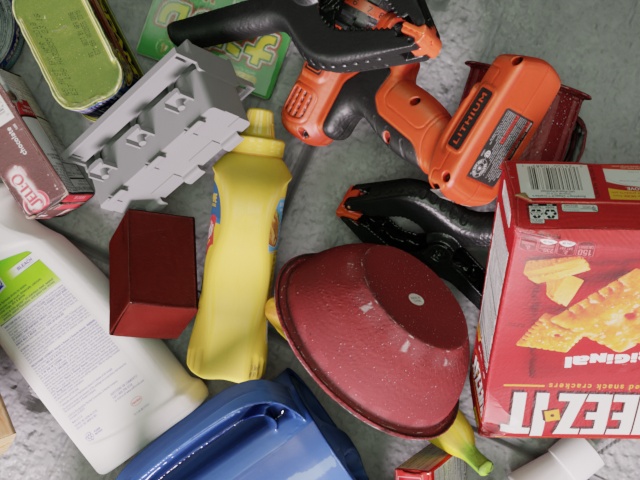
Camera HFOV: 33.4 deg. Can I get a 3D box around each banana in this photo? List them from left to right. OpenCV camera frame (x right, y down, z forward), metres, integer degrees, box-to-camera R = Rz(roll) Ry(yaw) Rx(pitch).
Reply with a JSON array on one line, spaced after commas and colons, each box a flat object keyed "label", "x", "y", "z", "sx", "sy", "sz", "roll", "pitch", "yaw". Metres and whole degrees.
[{"label": "banana", "x": 0.042, "y": 0.096, "z": 0.765, "sx": 0.197, "sy": 0.070, "sz": 0.037, "roll": 36, "pitch": 83, "yaw": -7}]

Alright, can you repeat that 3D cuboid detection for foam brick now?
[{"label": "foam brick", "x": -0.119, "y": 0.025, "z": 0.761, "sx": 0.051, "sy": 0.053, "sz": 0.078, "roll": 8, "pitch": 58, "yaw": -24}]

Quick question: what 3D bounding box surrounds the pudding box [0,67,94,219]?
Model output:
[{"label": "pudding box", "x": -0.215, "y": -0.070, "z": 0.770, "sx": 0.039, "sy": 0.090, "sz": 0.113, "roll": -31, "pitch": 91, "yaw": 0}]

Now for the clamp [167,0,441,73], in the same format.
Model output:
[{"label": "clamp", "x": 0.001, "y": -0.182, "z": 0.730, "sx": 0.210, "sy": 0.036, "sz": 0.164, "roll": 26, "pitch": 91, "yaw": 33}]

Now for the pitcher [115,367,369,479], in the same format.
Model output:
[{"label": "pitcher", "x": -0.084, "y": 0.202, "z": 0.746, "sx": 0.243, "sy": 0.145, "sz": 0.149, "roll": -34, "pitch": 89, "yaw": -1}]

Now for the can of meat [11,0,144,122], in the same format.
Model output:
[{"label": "can of meat", "x": -0.173, "y": -0.139, "z": 0.769, "sx": 0.057, "sy": 0.084, "sz": 0.102, "roll": -26, "pitch": 92, "yaw": 2}]

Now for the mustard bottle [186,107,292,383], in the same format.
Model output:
[{"label": "mustard bottle", "x": -0.056, "y": 0.001, "z": 0.767, "sx": 0.058, "sy": 0.096, "sz": 0.191, "roll": 8, "pitch": 93, "yaw": -2}]

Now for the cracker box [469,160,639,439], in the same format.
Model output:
[{"label": "cracker box", "x": 0.194, "y": 0.048, "z": 0.720, "sx": 0.164, "sy": 0.072, "sz": 0.214, "roll": 1, "pitch": 133, "yaw": 1}]

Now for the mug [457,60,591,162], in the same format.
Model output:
[{"label": "mug", "x": 0.146, "y": -0.075, "z": 0.772, "sx": 0.117, "sy": 0.093, "sz": 0.081, "roll": 11, "pitch": 100, "yaw": -36}]

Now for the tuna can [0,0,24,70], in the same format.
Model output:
[{"label": "tuna can", "x": -0.265, "y": -0.159, "z": 0.794, "sx": 0.086, "sy": 0.034, "sz": 0.086, "roll": 0, "pitch": 93, "yaw": 1}]

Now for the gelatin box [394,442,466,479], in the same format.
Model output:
[{"label": "gelatin box", "x": 0.081, "y": 0.192, "z": 0.778, "sx": 0.030, "sy": 0.089, "sz": 0.073, "roll": -1, "pitch": 93, "yaw": 23}]

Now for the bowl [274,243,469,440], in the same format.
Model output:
[{"label": "bowl", "x": 0.049, "y": 0.055, "z": 0.733, "sx": 0.162, "sy": 0.162, "sz": 0.055, "roll": 41, "pitch": 120, "yaw": -1}]

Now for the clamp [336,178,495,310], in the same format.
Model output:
[{"label": "clamp", "x": 0.099, "y": -0.005, "z": 0.770, "sx": 0.171, "sy": 0.039, "sz": 0.120, "roll": 27, "pitch": 128, "yaw": -1}]

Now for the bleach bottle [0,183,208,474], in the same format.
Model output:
[{"label": "bleach bottle", "x": -0.196, "y": 0.044, "z": 0.790, "sx": 0.102, "sy": 0.068, "sz": 0.251, "roll": -36, "pitch": 90, "yaw": 3}]

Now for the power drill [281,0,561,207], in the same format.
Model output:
[{"label": "power drill", "x": 0.070, "y": -0.122, "z": 0.730, "sx": 0.188, "sy": 0.057, "sz": 0.184, "roll": 39, "pitch": 107, "yaw": 40}]
